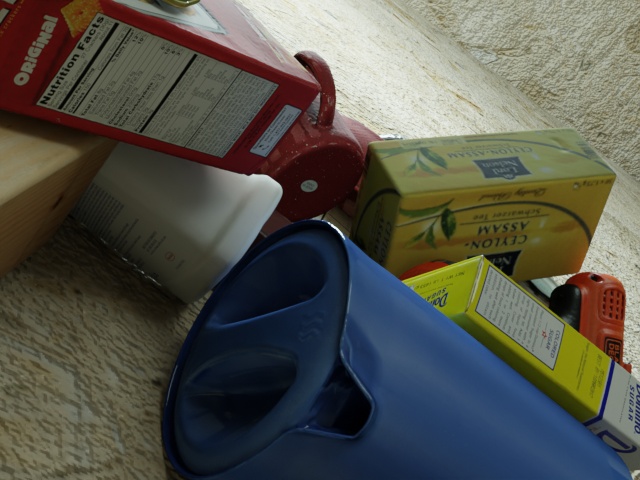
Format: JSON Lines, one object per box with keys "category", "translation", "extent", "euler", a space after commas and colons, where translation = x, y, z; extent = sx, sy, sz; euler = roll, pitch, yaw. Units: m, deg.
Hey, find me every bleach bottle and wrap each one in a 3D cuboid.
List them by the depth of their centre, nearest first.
{"category": "bleach bottle", "translation": [-0.148, -0.067, 0.593], "extent": [0.250, 0.103, 0.068], "euler": [37, 61, -8]}

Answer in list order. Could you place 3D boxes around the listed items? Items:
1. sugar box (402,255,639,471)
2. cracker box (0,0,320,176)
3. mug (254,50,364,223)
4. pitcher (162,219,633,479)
{"category": "sugar box", "translation": [0.119, 0.082, 0.635], "extent": [0.176, 0.094, 0.048], "euler": [38, 57, -21]}
{"category": "cracker box", "translation": [-0.123, -0.119, 0.505], "extent": [0.213, 0.072, 0.164], "euler": [12, 32, -53]}
{"category": "mug", "translation": [-0.017, -0.075, 0.733], "extent": [0.093, 0.117, 0.081], "euler": [-5, 50, -34]}
{"category": "pitcher", "translation": [0.046, 0.101, 0.555], "extent": [0.242, 0.145, 0.149], "euler": [35, 39, -29]}
